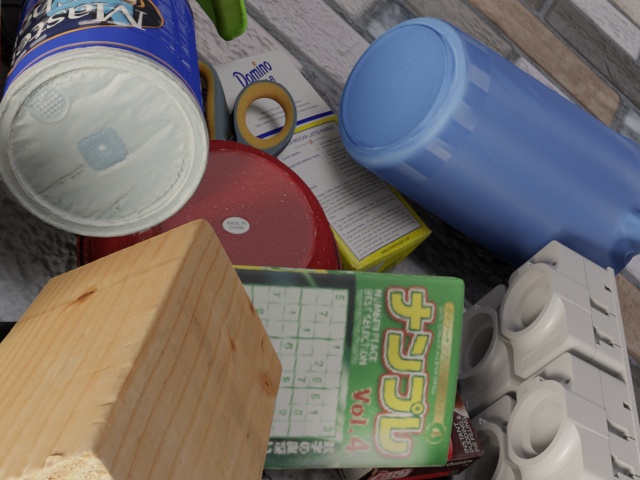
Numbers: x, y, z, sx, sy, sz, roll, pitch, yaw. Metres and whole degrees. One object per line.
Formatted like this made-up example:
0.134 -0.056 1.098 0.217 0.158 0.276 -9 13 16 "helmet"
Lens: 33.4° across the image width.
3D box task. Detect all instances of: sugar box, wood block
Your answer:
-0.012 -0.049 0.738 0.176 0.048 0.093 50 39 12 "sugar box"
-0.081 0.077 0.421 0.206 0.091 0.090 -80 147 -69 "wood block"

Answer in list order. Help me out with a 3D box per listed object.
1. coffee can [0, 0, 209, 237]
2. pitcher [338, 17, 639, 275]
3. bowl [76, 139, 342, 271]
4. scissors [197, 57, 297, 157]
-0.114 -0.082 0.568 0.102 0.103 0.140 24 27 -24 "coffee can"
0.122 -0.063 0.773 0.242 0.149 0.145 26 48 -41 "pitcher"
-0.054 0.001 0.607 0.162 0.055 0.162 9 62 -17 "bowl"
-0.047 -0.027 0.667 0.096 0.016 0.202 -8 69 -20 "scissors"
